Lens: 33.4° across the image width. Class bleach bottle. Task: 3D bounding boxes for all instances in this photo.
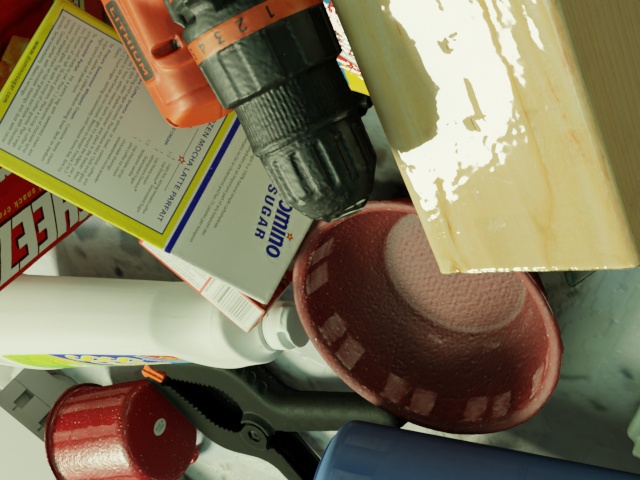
[{"bbox_3d":[-0.122,0.055,0.725,0.251,0.068,0.102,-3,166,33],"label":"bleach bottle"}]

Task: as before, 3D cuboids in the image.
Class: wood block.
[{"bbox_3d":[0.064,-0.099,0.396,0.090,0.090,0.206,-4,120,40],"label":"wood block"}]

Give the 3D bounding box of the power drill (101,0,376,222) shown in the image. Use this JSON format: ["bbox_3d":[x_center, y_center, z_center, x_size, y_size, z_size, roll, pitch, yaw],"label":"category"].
[{"bbox_3d":[-0.045,-0.094,0.454,0.184,0.057,0.188,66,167,-7],"label":"power drill"}]

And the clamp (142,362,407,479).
[{"bbox_3d":[-0.034,0.138,0.771,0.210,0.036,0.165,20,132,22],"label":"clamp"}]

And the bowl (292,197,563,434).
[{"bbox_3d":[0.066,0.033,0.608,0.162,0.055,0.162,18,132,21],"label":"bowl"}]

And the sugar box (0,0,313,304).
[{"bbox_3d":[-0.086,-0.046,0.577,0.176,0.093,0.048,30,178,-18],"label":"sugar box"}]

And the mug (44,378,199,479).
[{"bbox_3d":[-0.143,0.156,0.830,0.082,0.093,0.117,-15,145,35],"label":"mug"}]

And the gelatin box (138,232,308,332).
[{"bbox_3d":[-0.054,0.001,0.649,0.089,0.073,0.030,40,135,0],"label":"gelatin box"}]
